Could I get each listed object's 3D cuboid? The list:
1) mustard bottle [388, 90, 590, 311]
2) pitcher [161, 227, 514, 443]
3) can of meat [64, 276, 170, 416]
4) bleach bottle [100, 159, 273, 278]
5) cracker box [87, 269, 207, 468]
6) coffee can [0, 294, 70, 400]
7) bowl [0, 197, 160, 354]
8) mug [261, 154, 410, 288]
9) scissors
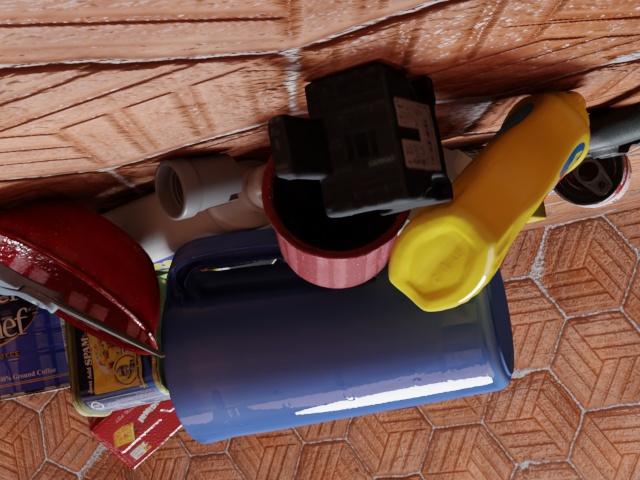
[{"bbox_3d":[0.120,-0.040,0.672,0.191,0.058,0.096,-46,174,-37],"label":"mustard bottle"},{"bbox_3d":[0.011,0.063,0.783,0.243,0.145,0.149,-10,171,16],"label":"pitcher"},{"bbox_3d":[-0.155,0.085,0.864,0.084,0.102,0.057,-15,164,23],"label":"can of meat"},{"bbox_3d":[-0.104,-0.014,0.826,0.102,0.068,0.251,-7,172,-34],"label":"bleach bottle"},{"bbox_3d":[-0.165,0.098,1.061,0.164,0.072,0.214,-42,-151,2],"label":"cracker box"},{"bbox_3d":[-0.253,0.063,0.936,0.103,0.140,0.103,-11,176,-1],"label":"coffee can"},{"bbox_3d":[-0.175,0.018,0.781,0.162,0.055,0.162,27,158,11],"label":"bowl"},{"bbox_3d":[0.017,-0.028,0.689,0.093,0.117,0.081,28,163,10],"label":"mug"},{"bbox_3d":[-0.204,0.042,0.774,0.201,0.016,0.096,29,164,-4],"label":"scissors"}]
